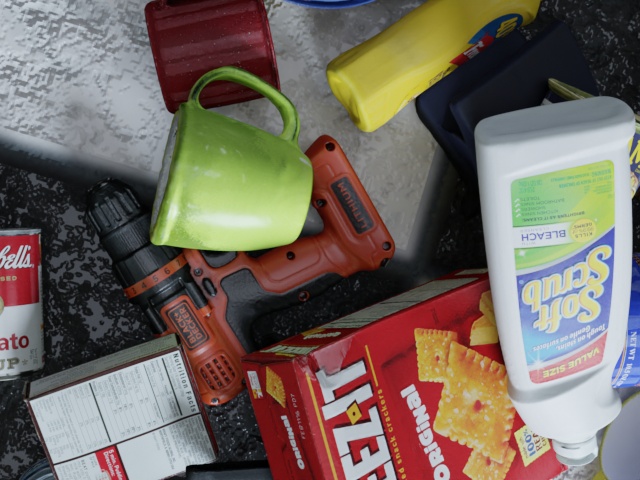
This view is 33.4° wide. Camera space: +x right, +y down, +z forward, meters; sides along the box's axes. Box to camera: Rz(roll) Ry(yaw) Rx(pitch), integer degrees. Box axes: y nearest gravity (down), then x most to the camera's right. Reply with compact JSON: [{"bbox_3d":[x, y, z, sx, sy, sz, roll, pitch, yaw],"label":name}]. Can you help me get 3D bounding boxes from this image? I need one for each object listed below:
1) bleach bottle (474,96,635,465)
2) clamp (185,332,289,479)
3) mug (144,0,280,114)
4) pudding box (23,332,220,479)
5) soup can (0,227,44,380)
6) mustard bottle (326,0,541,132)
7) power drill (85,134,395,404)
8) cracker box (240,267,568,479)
[{"bbox_3d":[0.167,0.037,0.716,0.102,0.068,0.251,-10,111,6],"label":"bleach bottle"},{"bbox_3d":[-0.023,0.162,0.761,0.120,0.039,0.171,-48,120,-23],"label":"clamp"},{"bbox_3d":[-0.078,-0.145,0.750,0.081,0.093,0.117,-12,131,-4],"label":"mug"},{"bbox_3d":[-0.136,0.125,0.736,0.113,0.039,0.090,-18,103,-9],"label":"pudding box"},{"bbox_3d":[-0.229,0.043,0.747,0.068,0.068,0.102,-2,92,-9],"label":"soup can"},{"bbox_3d":[0.096,-0.154,0.772,0.191,0.096,0.058,-35,86,-2],"label":"mustard bottle"},{"bbox_3d":[-0.055,0.001,0.781,0.187,0.057,0.184,-32,100,-4],"label":"power drill"},{"bbox_3d":[0.067,0.125,0.752,0.213,0.072,0.164,-19,95,-36],"label":"cracker box"}]
